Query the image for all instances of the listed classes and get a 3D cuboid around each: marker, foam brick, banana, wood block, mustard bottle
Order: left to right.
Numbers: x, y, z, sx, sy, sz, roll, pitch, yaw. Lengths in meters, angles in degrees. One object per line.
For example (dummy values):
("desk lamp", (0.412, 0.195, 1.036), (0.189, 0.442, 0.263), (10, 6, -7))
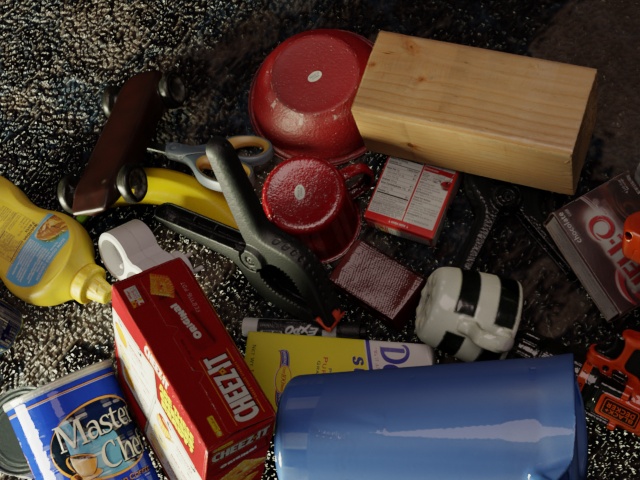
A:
("mustard bottle", (-0.288, 0.012, 1.083), (0.192, 0.058, 0.096), (28, 77, 18))
("banana", (-0.151, -0.037, 1.091), (0.198, 0.037, 0.069), (8, 90, 14))
("marker", (-0.015, 0.086, 1.029), (0.121, 0.020, 0.020), (1, 71, 11))
("foam brick", (0.056, 0.043, 1.013), (0.078, 0.053, 0.051), (32, 79, 20))
("wood block", (0.145, -0.119, 0.996), (0.206, 0.090, 0.090), (14, 72, 19))

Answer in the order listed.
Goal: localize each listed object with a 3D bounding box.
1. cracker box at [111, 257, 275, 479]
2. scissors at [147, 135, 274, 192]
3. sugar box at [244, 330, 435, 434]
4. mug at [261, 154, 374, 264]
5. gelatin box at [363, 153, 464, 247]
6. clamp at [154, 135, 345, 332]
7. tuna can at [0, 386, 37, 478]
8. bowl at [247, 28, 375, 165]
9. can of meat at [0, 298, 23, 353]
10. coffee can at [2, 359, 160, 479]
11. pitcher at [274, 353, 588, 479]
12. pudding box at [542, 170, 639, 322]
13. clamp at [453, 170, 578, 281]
("cracker box", (-0.112, 0.138, 0.922), (0.072, 0.214, 0.164), (-25, 66, -22))
("scissors", (-0.131, -0.099, 1.111), (0.202, 0.016, 0.096), (28, 49, 36))
("sugar box", (0.016, 0.138, 0.991), (0.176, 0.048, 0.093), (2, 71, 12))
("mug", (0.000, -0.038, 1.036), (0.117, 0.081, 0.093), (-29, 68, -1))
("gelatin box", (0.093, -0.046, 1.051), (0.073, 0.030, 0.089), (18, 74, 17))
("clamp", (-0.057, 0.001, 0.994), (0.210, 0.165, 0.036), (40, 57, 2))
("tuna can", (-0.282, 0.187, 1.033), (0.086, 0.033, 0.086), (-3, 70, 9))
("bowl", (-0.001, -0.158, 1.094), (0.162, 0.055, 0.162), (-3, 71, 9))
("can of meat", (-0.358, 0.069, 1.062), (0.102, 0.084, 0.057), (19, 75, 16))
("coffee can", (-0.211, 0.192, 0.962), (0.103, 0.103, 0.140), (-24, 86, 1))
("pitcher", (0.094, 0.157, 0.872), (0.243, 0.149, 0.145), (-3, 66, 14))
("pudding box", (0.273, 0.006, 0.979), (0.090, 0.039, 0.113), (-28, 74, -16))
("clamp", (0.189, -0.031, 1.025), (0.120, 0.039, 0.171), (5, 74, 0))
